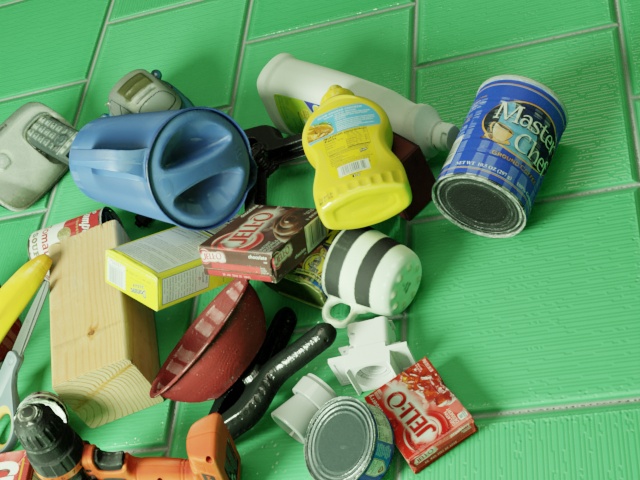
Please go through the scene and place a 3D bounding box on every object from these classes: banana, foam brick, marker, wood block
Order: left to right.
[{"bbox_3d":[-0.366,0.098,1.197,0.198,0.037,0.069,-55,4,17],"label":"banana"},{"bbox_3d":[-0.242,0.089,1.188,0.091,0.090,0.206,-21,46,7],"label":"wood block"},{"bbox_3d":[-0.189,-0.062,1.337,0.020,0.020,0.121,26,67,38],"label":"marker"},{"bbox_3d":[0.086,-0.072,1.172,0.053,0.078,0.051,-43,45,-13],"label":"foam brick"}]

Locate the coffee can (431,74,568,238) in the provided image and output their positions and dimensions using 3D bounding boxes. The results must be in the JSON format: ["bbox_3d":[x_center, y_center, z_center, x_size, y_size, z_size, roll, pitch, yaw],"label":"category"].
[{"bbox_3d":[0.189,-0.088,1.118,0.103,0.102,0.140,9,58,31],"label":"coffee can"}]

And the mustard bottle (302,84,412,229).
[{"bbox_3d":[0.031,-0.100,1.126,0.096,0.058,0.191,-18,47,6],"label":"mustard bottle"}]

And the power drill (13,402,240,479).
[{"bbox_3d":[-0.178,0.205,1.009,0.188,0.184,0.057,-4,51,10],"label":"power drill"}]

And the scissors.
[{"bbox_3d":[-0.332,0.150,1.178,0.096,0.016,0.202,45,106,30],"label":"scissors"}]

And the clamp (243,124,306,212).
[{"bbox_3d":[-0.074,-0.086,1.259,0.164,0.036,0.210,-50,35,-19],"label":"clamp"}]

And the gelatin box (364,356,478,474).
[{"bbox_3d":[0.094,0.163,1.004,0.073,0.030,0.089,-34,46,-3],"label":"gelatin box"}]

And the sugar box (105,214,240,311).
[{"bbox_3d":[-0.138,0.019,1.169,0.093,0.048,0.175,25,30,38],"label":"sugar box"}]

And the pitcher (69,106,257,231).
[{"bbox_3d":[-0.203,-0.089,1.225,0.145,0.149,0.243,-49,31,-22],"label":"pitcher"}]

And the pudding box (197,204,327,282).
[{"bbox_3d":[-0.057,0.001,1.097,0.090,0.039,0.113,6,25,29],"label":"pudding box"}]

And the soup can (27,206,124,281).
[{"bbox_3d":[-0.295,0.006,1.298,0.102,0.068,0.068,-18,47,12],"label":"soup can"}]

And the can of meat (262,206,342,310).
[{"bbox_3d":[-0.012,0.020,1.158,0.102,0.057,0.084,18,65,35],"label":"can of meat"}]

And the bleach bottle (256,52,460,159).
[{"bbox_3d":[0.047,-0.149,1.237,0.251,0.102,0.068,18,58,36],"label":"bleach bottle"}]

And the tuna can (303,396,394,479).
[{"bbox_3d":[0.027,0.190,0.991,0.086,0.033,0.086,-21,58,36],"label":"tuna can"}]

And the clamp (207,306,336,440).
[{"bbox_3d":[-0.061,0.136,1.088,0.171,0.039,0.120,-45,15,-4],"label":"clamp"}]

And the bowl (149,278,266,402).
[{"bbox_3d":[-0.105,0.111,1.095,0.162,0.055,0.162,-48,10,11],"label":"bowl"}]
